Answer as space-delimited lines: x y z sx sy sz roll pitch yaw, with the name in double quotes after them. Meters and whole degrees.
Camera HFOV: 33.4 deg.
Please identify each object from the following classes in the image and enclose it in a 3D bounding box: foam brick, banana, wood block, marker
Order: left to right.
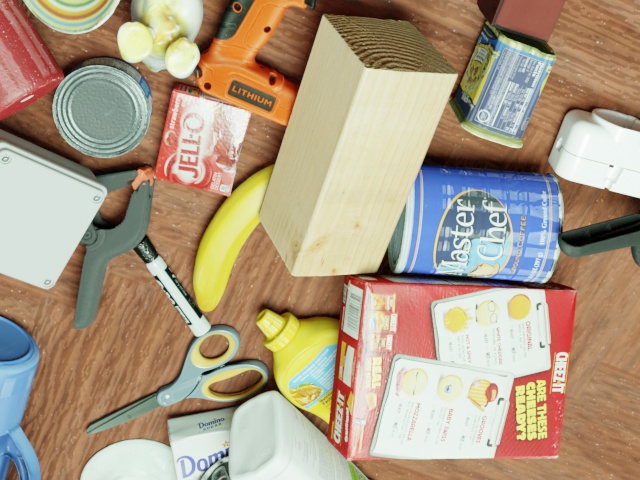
-0.147 0.043 1.041 0.020 0.020 0.121 -28 113 11 "marker"
-0.067 -0.013 1.007 0.069 0.037 0.198 41 108 -17 "banana"
0.027 -0.077 0.912 0.090 0.091 0.206 -2 129 -29 "wood block"
0.170 -0.207 0.901 0.051 0.078 0.053 14 116 -9 "foam brick"

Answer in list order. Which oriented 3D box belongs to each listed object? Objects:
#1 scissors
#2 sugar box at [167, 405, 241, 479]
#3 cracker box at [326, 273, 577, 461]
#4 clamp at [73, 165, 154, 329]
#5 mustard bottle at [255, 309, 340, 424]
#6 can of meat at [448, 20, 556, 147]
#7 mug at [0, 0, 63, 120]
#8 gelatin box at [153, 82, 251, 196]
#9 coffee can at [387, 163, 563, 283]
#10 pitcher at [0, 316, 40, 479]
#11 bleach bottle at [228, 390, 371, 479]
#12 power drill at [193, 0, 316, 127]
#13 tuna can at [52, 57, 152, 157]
-0.155 0.141 1.090 0.202 0.016 0.096 -11 114 3 "scissors"
-0.104 0.263 1.128 0.093 0.048 0.176 -10 119 -9 "sugar box"
0.121 0.116 0.991 0.213 0.072 0.164 3 97 -19 "cracker box"
-0.212 0.002 1.003 0.172 0.039 0.120 -35 103 16 "clamp"
0.011 0.133 1.068 0.191 0.058 0.096 41 106 -19 "mustard bottle"
0.157 -0.138 0.921 0.057 0.102 0.084 17 112 -9 "can of meat"
-0.276 -0.148 0.904 0.117 0.093 0.081 -20 104 55 "mug"
-0.107 -0.091 0.972 0.073 0.030 0.089 14 113 -7 "gelatin box"
0.138 -0.016 0.977 0.140 0.103 0.103 4 115 -4 "coffee can"
-0.353 0.199 1.049 0.149 0.145 0.243 12 113 -30 "pitcher"
0.008 0.258 1.089 0.068 0.102 0.250 -29 127 20 "bleach bottle"
-0.015 -0.195 0.914 0.184 0.057 0.188 21 111 -12 "power drill"
-0.193 -0.120 0.954 0.086 0.034 0.086 -1 115 -2 "tuna can"
